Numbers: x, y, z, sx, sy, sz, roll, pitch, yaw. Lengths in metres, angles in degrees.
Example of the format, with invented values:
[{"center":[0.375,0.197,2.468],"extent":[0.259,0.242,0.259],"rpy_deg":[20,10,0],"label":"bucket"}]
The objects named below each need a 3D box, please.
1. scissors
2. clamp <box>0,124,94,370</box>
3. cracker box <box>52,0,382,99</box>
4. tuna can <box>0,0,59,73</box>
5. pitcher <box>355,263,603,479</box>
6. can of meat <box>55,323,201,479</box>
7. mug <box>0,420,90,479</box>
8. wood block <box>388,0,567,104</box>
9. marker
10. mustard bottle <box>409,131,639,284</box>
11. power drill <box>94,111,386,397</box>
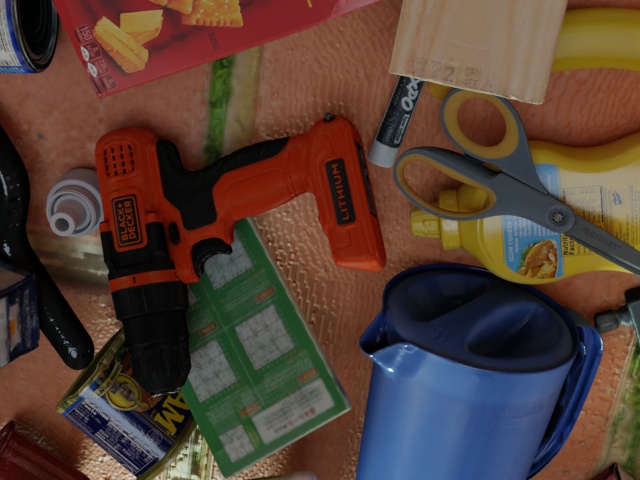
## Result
[{"center":[0.147,-0.036,0.669],"extent":[0.202,0.016,0.096],"rpy_deg":[15,97,9],"label":"scissors"},{"center":[-0.232,-0.005,0.757],"extent":[0.165,0.036,0.210],"rpy_deg":[11,113,26],"label":"clamp"},{"center":[-0.069,-0.197,0.651],"extent":[0.214,0.072,0.164],"rpy_deg":[-16,111,13],"label":"cracker box"},{"center":[-0.196,-0.149,0.680],"extent":[0.034,0.086,0.086],"rpy_deg":[0,114,5],"label":"tuna can"},{"center":[0.098,0.148,0.762],"extent":[0.149,0.144,0.243],"rpy_deg":[18,119,15],"label":"pitcher"},{"center":[-0.132,0.113,0.779],"extent":[0.084,0.102,0.058],"rpy_deg":[42,124,-9],"label":"can of meat"},{"center":[-0.241,0.207,0.848],"extent":[0.081,0.093,0.117],"rpy_deg":[36,144,-15],"label":"mug"},{"center":[0.106,-0.190,0.602],"extent":[0.090,0.090,0.206],"rpy_deg":[13,105,8],"label":"wood block"},{"center":[0.060,-0.105,0.705],"extent":[0.020,0.020,0.121],"rpy_deg":[20,115,-2],"label":"marker"},{"center":[0.155,-0.019,0.710],"extent":[0.192,0.058,0.096],"rpy_deg":[-5,112,8],"label":"mustard bottle"},{"center":[-0.055,0.001,0.712],"extent":[0.188,0.057,0.184],"rpy_deg":[-11,85,9],"label":"power drill"}]
